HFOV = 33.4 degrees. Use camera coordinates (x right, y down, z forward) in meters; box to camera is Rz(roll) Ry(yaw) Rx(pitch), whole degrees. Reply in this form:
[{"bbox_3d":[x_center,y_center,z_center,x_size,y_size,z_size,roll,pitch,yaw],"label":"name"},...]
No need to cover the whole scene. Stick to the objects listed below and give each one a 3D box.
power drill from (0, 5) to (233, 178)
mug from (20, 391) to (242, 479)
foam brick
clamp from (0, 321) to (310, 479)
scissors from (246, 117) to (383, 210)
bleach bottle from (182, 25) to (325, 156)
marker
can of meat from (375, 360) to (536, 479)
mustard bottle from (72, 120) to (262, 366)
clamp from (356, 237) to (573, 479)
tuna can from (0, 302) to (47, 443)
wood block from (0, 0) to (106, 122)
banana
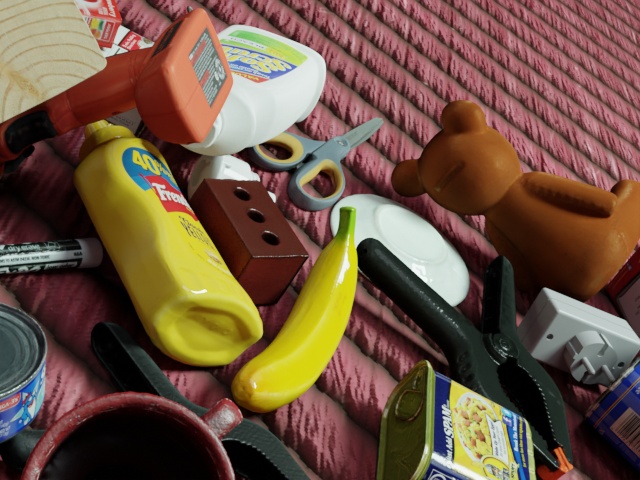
[{"bbox_3d":[-0.156,-0.073,0.643,0.184,0.188,0.057,-76,150,-55],"label":"power drill"},{"bbox_3d":[-0.083,0.115,0.494,0.093,0.082,0.117,46,66,3],"label":"mug"},{"bbox_3d":[-0.055,0.001,0.733,0.052,0.051,0.078,-1,46,-42],"label":"foam brick"},{"bbox_3d":[-0.076,0.108,0.587,0.171,0.039,0.120,25,38,-8],"label":"clamp"},{"bbox_3d":[-0.003,-0.087,0.927,0.096,0.016,0.201,30,32,-4],"label":"scissors"},{"bbox_3d":[-0.060,-0.108,0.803,0.102,0.068,0.250,21,19,-1],"label":"bleach bottle"},{"bbox_3d":[-0.186,0.011,0.638,0.120,0.020,0.020,-5,48,-44],"label":"marker"},{"bbox_3d":[0.086,0.137,0.670,0.084,0.058,0.102,28,33,-12],"label":"can of meat"},{"bbox_3d":[-0.110,-0.011,0.683,0.192,0.058,0.096,55,11,33],"label":"mustard bottle"},{"bbox_3d":[0.113,0.081,0.774,0.164,0.036,0.210,12,43,-35],"label":"clamp"},{"bbox_3d":[-0.181,0.066,0.533,0.086,0.034,0.086,7,31,-4],"label":"tuna can"},{"bbox_3d":[-0.212,-0.135,0.639,0.090,0.091,0.206,-31,27,-15],"label":"wood block"},{"bbox_3d":[-0.013,0.056,0.688,0.037,0.069,0.197,-2,33,22],"label":"banana"}]
